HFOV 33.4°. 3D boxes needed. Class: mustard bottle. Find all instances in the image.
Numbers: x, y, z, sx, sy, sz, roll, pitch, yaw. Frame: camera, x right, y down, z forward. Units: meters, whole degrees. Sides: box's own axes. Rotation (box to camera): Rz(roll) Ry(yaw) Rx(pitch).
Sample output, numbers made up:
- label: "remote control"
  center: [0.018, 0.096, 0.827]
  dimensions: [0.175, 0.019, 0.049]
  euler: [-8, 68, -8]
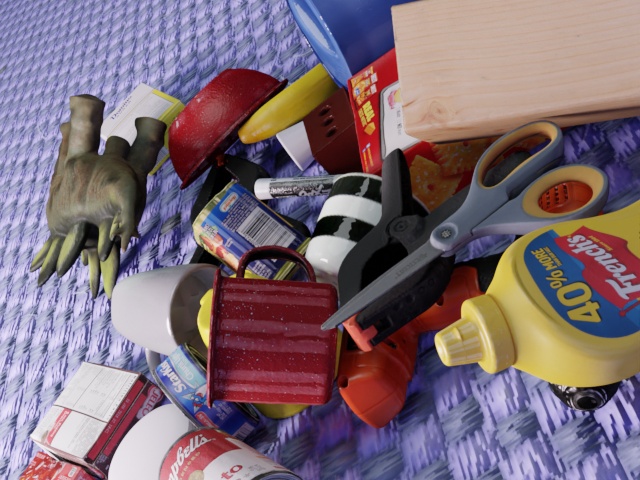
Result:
- label: "mustard bottle"
  center: [0.152, 0.028, 0.571]
  dimensions: [0.191, 0.058, 0.096]
  euler: [-19, 50, -8]

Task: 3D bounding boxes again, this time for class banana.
- label: "banana"
  center: [-0.002, -0.157, 1.077]
  dimensions: [0.197, 0.037, 0.070]
  euler: [-44, 12, -34]

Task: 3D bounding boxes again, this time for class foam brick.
- label: "foam brick"
  center: [0.022, -0.093, 0.974]
  dimensions: [0.053, 0.051, 0.078]
  euler: [-37, 30, 13]

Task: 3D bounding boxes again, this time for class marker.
- label: "marker"
  center: [-0.002, -0.049, 0.947]
  dimensions: [0.121, 0.020, 0.020]
  euler: [-2, 47, 26]

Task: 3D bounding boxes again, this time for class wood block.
- label: "wood block"
  center: [0.163, -0.126, 0.717]
  dimensions: [0.206, 0.090, 0.091]
  euler: [-7, 87, 23]

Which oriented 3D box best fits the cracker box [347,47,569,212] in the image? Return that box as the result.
- label: "cracker box"
  center: [0.131, -0.127, 0.866]
  dimensions: [0.214, 0.072, 0.164]
  euler: [-32, 32, 18]

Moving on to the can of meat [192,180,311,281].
- label: "can of meat"
  center: [-0.056, 0.001, 0.875]
  dimensions: [0.057, 0.084, 0.102]
  euler: [-50, -2, -11]

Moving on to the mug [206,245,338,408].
- label: "mug"
  center: [-0.031, 0.057, 0.717]
  dimensions: [0.081, 0.093, 0.117]
  euler: [3, 59, -2]

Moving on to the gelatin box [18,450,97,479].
- label: "gelatin box"
  center: [-0.234, 0.223, 0.906]
  dimensions: [0.089, 0.030, 0.073]
  euler: [1, 52, 52]

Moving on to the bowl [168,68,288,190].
- label: "bowl"
  center: [-0.108, -0.128, 1.112]
  dimensions: [0.162, 0.055, 0.162]
  euler: [-46, 4, 4]

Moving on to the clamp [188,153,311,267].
- label: "clamp"
  center: [-0.077, -0.021, 1.019]
  dimensions: [0.165, 0.036, 0.210]
  euler: [-29, 36, 23]

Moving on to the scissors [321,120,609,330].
- label: "scissors"
  center: [0.098, 0.001, 0.652]
  dimensions: [0.096, 0.016, 0.201]
  euler: [27, 65, 36]

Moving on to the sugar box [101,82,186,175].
- label: "sugar box"
  center: [-0.220, -0.143, 1.346]
  dimensions: [0.093, 0.048, 0.176]
  euler: [-47, 26, -5]

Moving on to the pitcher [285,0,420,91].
- label: "pitcher"
  center: [0.085, -0.261, 0.991]
  dimensions: [0.242, 0.149, 0.145]
  euler: [-33, 46, -4]

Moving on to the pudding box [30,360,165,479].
- label: "pudding box"
  center: [-0.197, 0.156, 0.940]
  dimensions: [0.114, 0.039, 0.090]
  euler: [3, 53, 50]

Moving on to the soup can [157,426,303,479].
- label: "soup can"
  center: [-0.058, 0.172, 0.717]
  dimensions: [0.068, 0.068, 0.102]
  euler: [-53, 31, -15]

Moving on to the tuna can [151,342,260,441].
- label: "tuna can"
  center: [-0.085, 0.117, 0.802]
  dimensions: [0.033, 0.086, 0.086]
  euler: [-44, 29, -4]

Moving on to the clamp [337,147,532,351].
- label: "clamp"
  center: [0.056, -0.004, 0.716]
  dimensions: [0.120, 0.039, 0.171]
  euler: [10, 52, 51]

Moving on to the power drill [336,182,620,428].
- label: "power drill"
  center: [0.102, 0.056, 0.682]
  dimensions: [0.188, 0.057, 0.184]
  euler: [-24, 31, 26]
